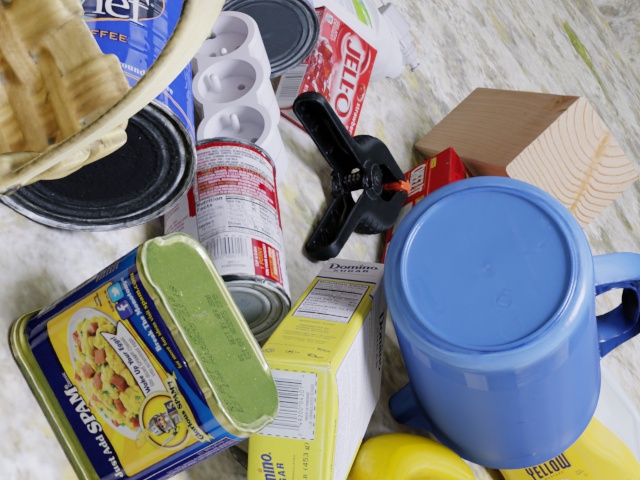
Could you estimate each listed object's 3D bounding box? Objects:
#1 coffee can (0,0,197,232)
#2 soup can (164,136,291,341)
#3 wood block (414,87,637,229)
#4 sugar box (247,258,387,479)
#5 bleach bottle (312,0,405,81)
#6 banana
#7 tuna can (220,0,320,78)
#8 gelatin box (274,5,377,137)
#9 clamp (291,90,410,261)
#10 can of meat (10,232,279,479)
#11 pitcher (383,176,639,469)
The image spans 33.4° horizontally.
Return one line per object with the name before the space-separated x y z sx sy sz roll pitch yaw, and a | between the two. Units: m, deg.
coffee can | -0.117 -0.090 0.550 0.102 0.103 0.140 35 35 -40
soup can | -0.054 0.001 0.606 0.068 0.069 0.102 34 36 -42
wood block | 0.177 -0.073 0.960 0.090 0.091 0.206 50 -6 -18
sugar box | 0.002 0.077 0.584 0.176 0.048 0.093 -55 150 -73
bleach bottle | 0.003 -0.195 0.924 0.250 0.068 0.102 26 40 -52
banana | 0.055 0.144 0.655 0.070 0.037 0.197 25 4 32
tuna can | -0.045 -0.158 0.771 0.086 0.086 0.034 31 36 -44
gelatin box | 0.006 -0.129 0.848 0.073 0.030 0.089 31 70 -45
clamp | 0.024 -0.054 0.814 0.171 0.039 0.120 -19 106 -67
can of meat | -0.078 0.058 0.484 0.102 0.084 0.057 61 26 3
pitcher | 0.117 0.051 0.648 0.145 0.149 0.242 23 -14 19
